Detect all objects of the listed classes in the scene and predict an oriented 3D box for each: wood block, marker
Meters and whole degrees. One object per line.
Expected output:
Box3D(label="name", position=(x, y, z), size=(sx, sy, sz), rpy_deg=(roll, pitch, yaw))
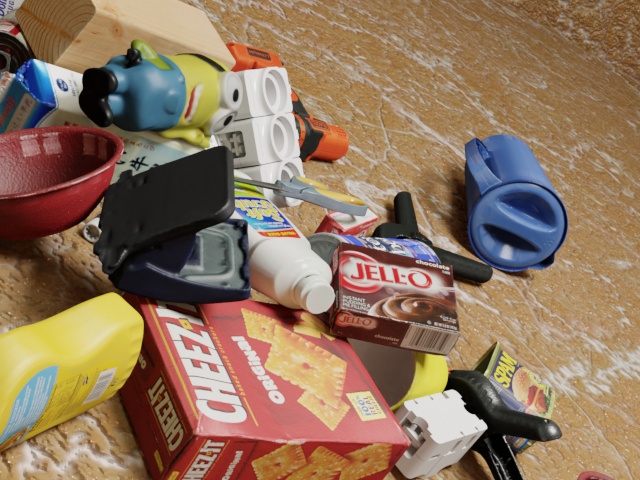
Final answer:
Box3D(label="wood block", position=(-0.200, -0.211, 1.122), size=(0.205, 0.090, 0.091), rpy_deg=(10, 42, -54))
Box3D(label="marker", position=(-0.193, -0.028, 1.019), size=(0.020, 0.020, 0.121), rpy_deg=(35, 25, -1))

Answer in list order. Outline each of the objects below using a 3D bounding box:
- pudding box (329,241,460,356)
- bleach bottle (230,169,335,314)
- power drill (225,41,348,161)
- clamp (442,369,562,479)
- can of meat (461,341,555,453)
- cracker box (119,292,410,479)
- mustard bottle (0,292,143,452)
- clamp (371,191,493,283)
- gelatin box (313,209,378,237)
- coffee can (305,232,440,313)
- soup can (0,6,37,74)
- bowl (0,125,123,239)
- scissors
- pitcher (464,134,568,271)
Box3D(label="pudding box", position=(0.064, 0.052, 0.954), size=(0.113, 0.039, 0.090), rpy_deg=(14, 40, -11))
Box3D(label="bleach bottle", position=(-0.057, 0.001, 0.998), size=(0.102, 0.068, 0.251), rpy_deg=(12, 16, -37))
Box3D(label="power drill", position=(-0.068, -0.179, 1.394), size=(0.184, 0.057, 0.188), rpy_deg=(9, 38, -50))
Box3D(label="clamp", position=(0.162, 0.187, 1.013), size=(0.039, 0.120, 0.172), rpy_deg=(-5, 24, -28))
Box3D(label="can of meat", position=(0.194, 0.165, 1.111), size=(0.084, 0.057, 0.102), rpy_deg=(39, 25, 3))
Box3D(label="cracker box", position=(-0.052, 0.120, 0.868), size=(0.213, 0.072, 0.164), rpy_deg=(12, 33, -39))
Box3D(label="mustard bottle", position=(-0.200, 0.097, 0.700), size=(0.058, 0.096, 0.191), rpy_deg=(42, 26, 14))
Box3D(label="clamp", position=(0.112, 0.003, 1.315), size=(0.165, 0.036, 0.209), rpy_deg=(46, 28, 21))
Box3D(label="gelatin box", position=(0.017, 0.001, 1.159), size=(0.030, 0.073, 0.089), rpy_deg=(41, 26, 14))
Box3D(label="coffee can", position=(0.046, 0.046, 1.080), size=(0.140, 0.103, 0.103), rpy_deg=(4, 39, -48))
Box3D(label="soup can", position=(-0.316, -0.199, 1.110), size=(0.068, 0.069, 0.102), rpy_deg=(30, 25, -11))
Box3D(label="bowl", position=(-0.242, -0.044, 0.896), size=(0.162, 0.055, 0.162), rpy_deg=(-4, 26, 2))
Box3D(label="scissors", position=(-0.041, -0.057, 1.090), size=(0.201, 0.016, 0.096), rpy_deg=(14, 12, -34))
Box3D(label="pitcher", position=(0.262, -0.073, 1.520), size=(0.145, 0.149, 0.242), rpy_deg=(7, 25, -1))
